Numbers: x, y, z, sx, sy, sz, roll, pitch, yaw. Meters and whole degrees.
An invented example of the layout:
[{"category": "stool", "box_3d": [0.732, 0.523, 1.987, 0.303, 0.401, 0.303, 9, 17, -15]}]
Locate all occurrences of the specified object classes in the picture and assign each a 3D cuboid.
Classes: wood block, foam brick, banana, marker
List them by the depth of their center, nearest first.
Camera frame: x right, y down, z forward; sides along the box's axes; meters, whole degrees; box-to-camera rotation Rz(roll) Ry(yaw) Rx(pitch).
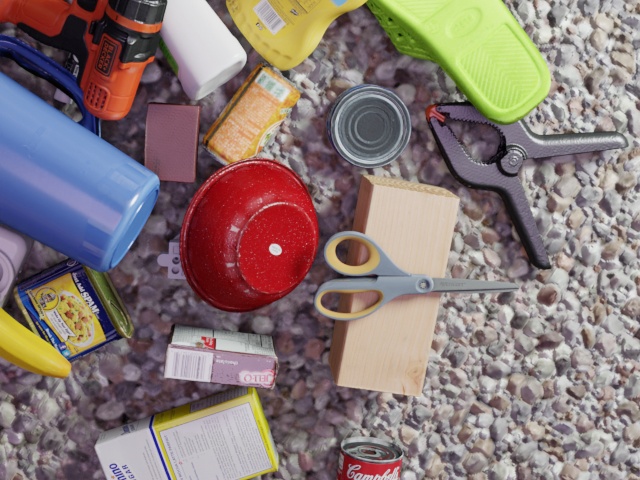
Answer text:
[{"category": "banana", "box_3d": [-0.317, 0.067, 1.023, 0.070, 0.037, 0.197, -12, 124, 28]}, {"category": "marker", "box_3d": [-0.238, -0.195, 1.062, 0.020, 0.020, 0.121, 20, 98, -8]}, {"category": "foam brick", "box_3d": [-0.149, -0.099, 1.071, 0.053, 0.051, 0.078, 5, 99, -5]}, {"category": "wood block", "box_3d": [0.073, 0.044, 1.097, 0.090, 0.090, 0.206, 9, 100, -7]}]

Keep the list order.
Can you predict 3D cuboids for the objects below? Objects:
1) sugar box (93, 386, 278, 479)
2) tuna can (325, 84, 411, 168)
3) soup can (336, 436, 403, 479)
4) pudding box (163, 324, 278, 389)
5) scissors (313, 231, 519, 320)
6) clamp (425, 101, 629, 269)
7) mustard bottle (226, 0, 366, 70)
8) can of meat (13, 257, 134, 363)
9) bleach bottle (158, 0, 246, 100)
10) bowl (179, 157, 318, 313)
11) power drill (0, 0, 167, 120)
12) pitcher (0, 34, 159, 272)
[{"category": "sugar box", "box_3d": [-0.140, 0.224, 1.133, 0.176, 0.048, 0.093, -17, 101, 2]}, {"category": "tuna can", "box_3d": [0.050, -0.117, 1.094, 0.086, 0.034, 0.086, -1, 100, -5]}, {"category": "soup can", "box_3d": [0.048, 0.270, 1.146, 0.068, 0.068, 0.102, 6, 100, -6]}, {"category": "pudding box", "box_3d": [-0.102, 0.119, 1.094, 0.113, 0.090, 0.039, 9, 97, -6]}, {"category": "scissors", "box_3d": [0.088, 0.025, 1.040, 0.201, 0.016, 0.096, -13, 101, -2]}, {"category": "clamp", "box_3d": [0.206, -0.090, 1.111, 0.210, 0.036, 0.164, 37, 95, -10]}, {"category": "mustard bottle", "box_3d": [0.002, -0.255, 1.012, 0.192, 0.058, 0.096, -38, 88, 32]}, {"category": "can of meat", "box_3d": [-0.252, 0.069, 1.089, 0.084, 0.057, 0.102, -26, 101, 2]}, {"category": "bleach bottle", "box_3d": [-0.168, -0.259, 1.028, 0.068, 0.102, 0.251, -35, 93, -7]}, {"category": "bowl", "box_3d": [-0.057, 0.001, 1.058, 0.161, 0.055, 0.162, -11, 109, -33]}, {"category": "power drill", "box_3d": [-0.227, -0.228, 0.983, 0.188, 0.057, 0.185, 34, 119, 17]}, {"category": "pitcher", "box_3d": [-0.274, -0.081, 1.010, 0.243, 0.145, 0.149, 30, 109, -1]}]
